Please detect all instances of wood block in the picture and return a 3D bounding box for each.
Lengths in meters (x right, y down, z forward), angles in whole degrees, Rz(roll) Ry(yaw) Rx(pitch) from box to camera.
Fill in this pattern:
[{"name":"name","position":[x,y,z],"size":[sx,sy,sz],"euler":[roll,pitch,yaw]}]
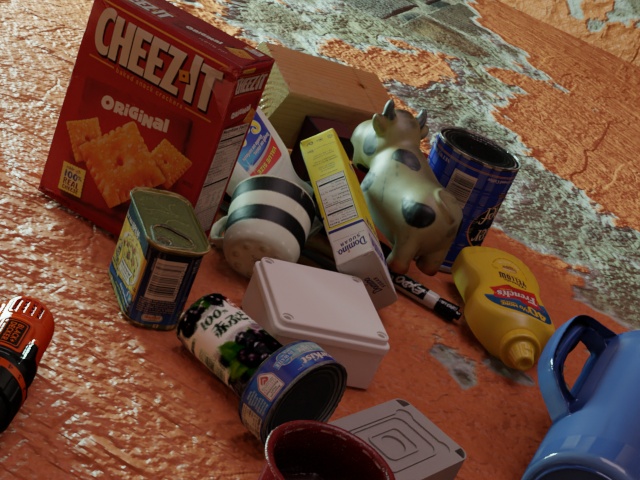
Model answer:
[{"name":"wood block","position":[-0.007,-0.172,1.357],"size":[0.205,0.090,0.091],"euler":[7,48,-45]}]

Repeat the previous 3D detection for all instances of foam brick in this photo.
[{"name":"foam brick","position":[0.000,-0.104,1.295],"size":[0.052,0.078,0.051],"euler":[6,30,-29]}]

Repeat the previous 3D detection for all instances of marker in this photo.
[{"name":"marker","position":[0.097,0.051,1.137],"size":[0.121,0.020,0.020],"euler":[31,26,16]}]

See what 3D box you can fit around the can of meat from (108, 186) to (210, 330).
[{"name":"can of meat","position":[-0.143,0.016,0.924],"size":[0.057,0.084,0.102],"euler":[9,28,-28]}]

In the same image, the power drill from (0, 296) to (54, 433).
[{"name":"power drill","position":[-0.287,0.071,0.725],"size":[0.187,0.057,0.184],"euler":[23,21,-7]}]

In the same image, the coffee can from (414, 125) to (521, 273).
[{"name":"coffee can","position":[0.157,-0.047,1.239],"size":[0.102,0.140,0.103],"euler":[19,25,-9]}]

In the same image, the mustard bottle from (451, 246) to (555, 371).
[{"name":"mustard bottle","position":[0.196,0.077,1.123],"size":[0.096,0.058,0.191],"euler":[23,25,-12]}]

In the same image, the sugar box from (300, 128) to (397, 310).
[{"name":"sugar box","position":[0.029,-0.021,1.083],"size":[0.093,0.048,0.176],"euler":[60,8,-50]}]

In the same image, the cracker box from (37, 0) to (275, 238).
[{"name":"cracker box","position":[-0.159,-0.106,0.998],"size":[0.164,0.214,0.072],"euler":[30,26,14]}]

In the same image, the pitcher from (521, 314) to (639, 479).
[{"name":"pitcher","position":[0.246,0.168,0.899],"size":[0.149,0.145,0.242],"euler":[12,21,27]}]

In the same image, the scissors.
[{"name":"scissors","position":[-0.057,0.001,1.108],"size":[0.202,0.016,0.096],"euler":[24,25,3]}]

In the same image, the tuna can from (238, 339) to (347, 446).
[{"name":"tuna can","position":[-0.021,0.119,0.819],"size":[0.034,0.086,0.085],"euler":[38,28,32]}]

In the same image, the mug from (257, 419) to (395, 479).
[{"name":"mug","position":[-0.010,0.175,0.722],"size":[0.093,0.082,0.117],"euler":[10,28,-26]}]

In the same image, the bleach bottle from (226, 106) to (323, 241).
[{"name":"bleach bottle","position":[-0.085,-0.103,1.132],"size":[0.251,0.068,0.102],"euler":[48,51,8]}]
